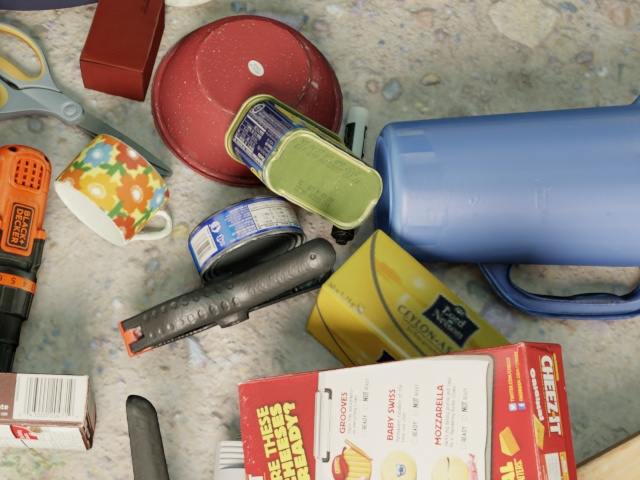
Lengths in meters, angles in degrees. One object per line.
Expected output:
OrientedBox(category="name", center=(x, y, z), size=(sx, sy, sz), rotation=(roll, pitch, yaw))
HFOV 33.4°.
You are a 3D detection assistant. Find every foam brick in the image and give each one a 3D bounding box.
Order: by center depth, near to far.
OrientedBox(category="foam brick", center=(-0.160, -0.162, 0.871), size=(0.053, 0.051, 0.078), rotation=(14, 67, -3))

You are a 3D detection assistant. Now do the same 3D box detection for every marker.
OrientedBox(category="marker", center=(0.024, -0.053, 0.870), size=(0.020, 0.020, 0.121), rotation=(10, 67, -4))

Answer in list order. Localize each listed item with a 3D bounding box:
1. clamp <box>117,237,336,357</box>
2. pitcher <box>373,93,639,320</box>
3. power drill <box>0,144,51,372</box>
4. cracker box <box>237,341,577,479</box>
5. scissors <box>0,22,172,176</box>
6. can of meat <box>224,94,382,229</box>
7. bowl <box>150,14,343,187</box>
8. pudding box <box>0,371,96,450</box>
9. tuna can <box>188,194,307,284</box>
OrientedBox(category="clamp", center=(-0.062, 0.040, 0.771), size=(0.171, 0.120, 0.039), rotation=(-23, 77, -12))
OrientedBox(category="pitcher", center=(0.167, -0.030, 0.831), size=(0.242, 0.145, 0.149), rotation=(-2, 56, -5))
OrientedBox(category="power drill", center=(-0.287, 0.003, 0.747), size=(0.187, 0.057, 0.184), rotation=(18, 69, -35))
OrientedBox(category="cracker box", center=(0.056, 0.159, 0.685), size=(0.214, 0.072, 0.164), rotation=(-13, 77, 33))
OrientedBox(category="scissors", center=(-0.220, -0.095, 0.856), size=(0.096, 0.016, 0.202), rotation=(-40, 78, -19))
OrientedBox(category="can of meat", center=(-0.011, -0.059, 0.808), size=(0.102, 0.084, 0.057), rotation=(27, 99, -32))
OrientedBox(category="bowl", center=(-0.057, -0.127, 0.870), size=(0.162, 0.055, 0.162), rotation=(3, 68, -7))
OrientedBox(category="pudding box", center=(-0.213, 0.117, 0.730), size=(0.113, 0.090, 0.039), rotation=(5, 69, -7))
OrientedBox(category="tuna can", center=(-0.055, 0.001, 0.801), size=(0.086, 0.086, 0.034), rotation=(-19, 70, -15))
